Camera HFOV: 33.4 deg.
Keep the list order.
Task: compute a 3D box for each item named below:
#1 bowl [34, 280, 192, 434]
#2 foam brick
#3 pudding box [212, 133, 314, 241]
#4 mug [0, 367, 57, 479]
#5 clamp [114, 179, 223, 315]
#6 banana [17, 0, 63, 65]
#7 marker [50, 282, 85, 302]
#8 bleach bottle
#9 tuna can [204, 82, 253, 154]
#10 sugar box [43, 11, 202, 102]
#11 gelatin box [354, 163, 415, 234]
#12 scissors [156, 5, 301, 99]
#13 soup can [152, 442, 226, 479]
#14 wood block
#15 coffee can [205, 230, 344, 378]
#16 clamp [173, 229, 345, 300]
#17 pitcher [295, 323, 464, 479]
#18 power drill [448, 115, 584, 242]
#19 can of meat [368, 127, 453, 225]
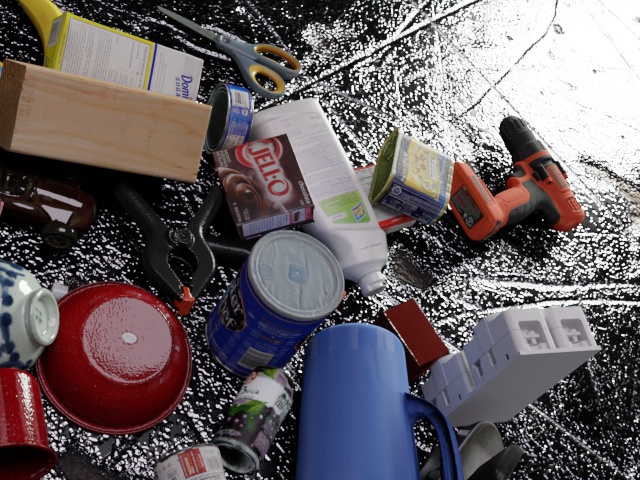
[{"bbox_3d":[-0.196,0.106,1.051,0.162,0.055,0.162,10,62,-21],"label":"bowl"},{"bbox_3d":[0.098,0.115,1.214,0.051,0.053,0.078,-20,69,-36],"label":"foam brick"},{"bbox_3d":[-0.064,-0.061,1.203,0.090,0.039,0.113,-16,58,-8],"label":"pudding box"},{"bbox_3d":[-0.299,0.171,0.954,0.117,0.093,0.081,-20,58,3],"label":"mug"},{"bbox_3d":[-0.163,-0.001,1.136,0.120,0.039,0.171,5,48,-10],"label":"clamp"},{"bbox_3d":[-0.320,-0.221,1.248,0.069,0.037,0.198,-15,63,-13],"label":"banana"},{"bbox_3d":[-0.219,0.067,1.105,0.121,0.020,0.020,15,52,-18],"label":"marker"},{"bbox_3d":[0.004,-0.045,1.273,0.102,0.068,0.251,-19,72,-23],"label":"bleach bottle"},{"bbox_3d":[-0.110,-0.142,1.265,0.033,0.086,0.086,9,54,-24],"label":"tuna can"},{"bbox_3d":[-0.226,-0.188,1.224,0.175,0.048,0.093,16,78,-35],"label":"sugar box"},{"bbox_3d":[0.071,-0.051,1.333,0.073,0.030,0.089,-16,66,-34],"label":"gelatin box"},{"bbox_3d":[-0.119,-0.238,1.374,0.201,0.016,0.096,15,52,-18],"label":"scissors"},{"bbox_3d":[-0.111,0.250,1.000,0.068,0.069,0.102,-7,61,-31],"label":"soup can"},{"bbox_3d":[-0.235,-0.126,1.142,0.205,0.091,0.090,9,97,-33],"label":"wood block"},{"bbox_3d":[-0.050,0.069,1.111,0.102,0.140,0.103,14,53,-19],"label":"coffee can"},{"bbox_3d":[-0.058,0.002,1.223,0.210,0.036,0.164,31,49,0],"label":"clamp"},{"bbox_3d":[0.046,0.206,1.069,0.149,0.145,0.243,13,50,-16],"label":"pitcher"},{"bbox_3d":[0.249,-0.081,1.428,0.187,0.057,0.184,-15,66,-35],"label":"power drill"},{"bbox_3d":[0.114,-0.077,1.313,0.084,0.058,0.102,23,51,-14],"label":"can of meat"}]
